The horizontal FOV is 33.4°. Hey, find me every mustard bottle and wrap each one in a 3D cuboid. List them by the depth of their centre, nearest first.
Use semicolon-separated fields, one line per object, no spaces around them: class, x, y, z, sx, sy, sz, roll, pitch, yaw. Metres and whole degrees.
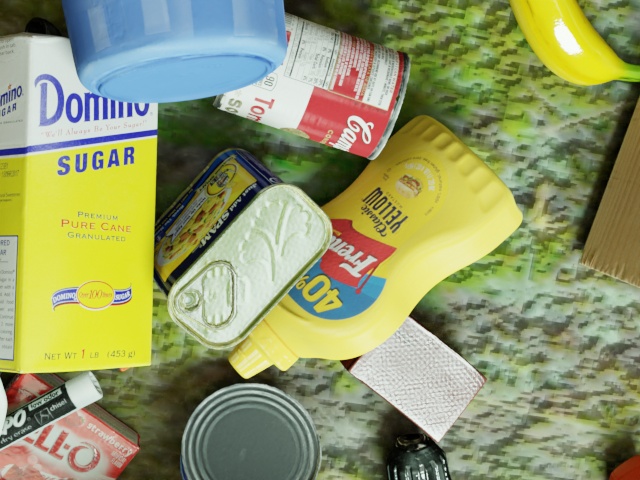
mustard bottle;0.021;0.015;0.647;0.191;0.096;0.058;-41;144;0

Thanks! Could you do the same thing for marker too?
marker;-0.187;0.114;0.634;0.121;0.020;0.020;-28;102;-3

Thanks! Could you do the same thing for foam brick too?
foam brick;0.056;0.080;0.681;0.078;0.051;0.053;40;90;-13

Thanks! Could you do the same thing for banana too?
banana;0.140;-0.174;0.665;0.069;0.037;0.198;-35;107;-32

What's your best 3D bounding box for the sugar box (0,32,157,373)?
sugar box;-0.136;-0.018;0.585;0.093;0.048;0.176;3;89;-52

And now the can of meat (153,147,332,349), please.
can of meat;-0.054;0.001;0.629;0.102;0.084;0.057;-47;122;0

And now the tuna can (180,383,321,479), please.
tuna can;-0.044;0.134;0.662;0.086;0.034;0.086;4;62;-8

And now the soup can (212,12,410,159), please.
soup can;-0.006;-0.096;0.636;0.102;0.068;0.068;17;96;-11

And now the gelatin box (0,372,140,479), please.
gelatin box;-0.169;0.129;0.665;0.089;0.030;0.073;39;91;-13

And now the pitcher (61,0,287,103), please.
pitcher;-0.093;-0.199;0.540;0.149;0.145;0.243;-8;86;-17
